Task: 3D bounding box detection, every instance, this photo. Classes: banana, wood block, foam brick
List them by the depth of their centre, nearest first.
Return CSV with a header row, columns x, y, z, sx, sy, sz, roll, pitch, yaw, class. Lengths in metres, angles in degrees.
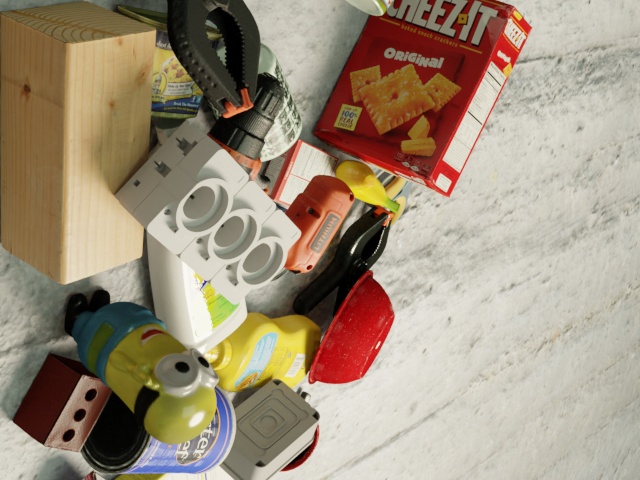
x,y,z,sx,sy,sz,roll,pitch,yaw,class
-0.204,-0.081,0.884,0.090,0.091,0.206,-22,129,-46,wood block
-0.246,0.157,1.026,0.078,0.051,0.053,-62,147,-2,foam brick
0.050,-0.070,1.252,0.197,0.070,0.037,22,86,-75,banana

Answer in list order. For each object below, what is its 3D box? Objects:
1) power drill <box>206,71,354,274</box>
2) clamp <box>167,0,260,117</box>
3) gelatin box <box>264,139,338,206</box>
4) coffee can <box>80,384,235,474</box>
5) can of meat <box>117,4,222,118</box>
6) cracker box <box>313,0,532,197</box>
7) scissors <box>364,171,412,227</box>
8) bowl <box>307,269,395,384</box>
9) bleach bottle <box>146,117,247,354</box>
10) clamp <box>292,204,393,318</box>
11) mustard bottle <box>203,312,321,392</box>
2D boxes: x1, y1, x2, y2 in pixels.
x,y,z,sx,sy,sz,roll,pitch,yaw,class
-0.050,-0.053,1.027,0.187,0.057,0.184,24,102,-48,power drill
-0.107,-0.209,0.903,0.164,0.036,0.210,-8,84,-47,clamp
-0.025,-0.073,1.198,0.089,0.030,0.073,19,95,-58,gelatin box
-0.169,0.191,1.111,0.140,0.103,0.103,19,96,-57,coffee can
-0.142,-0.157,0.951,0.101,0.058,0.084,-4,117,-54,can of meat
0.112,-0.178,1.193,0.072,0.164,0.214,24,92,-59,cracker box
0.126,-0.084,1.416,0.201,0.016,0.096,-35,139,-36,scissors
0.047,0.119,1.322,0.162,0.055,0.162,-58,168,-21,bowl
-0.135,-0.006,1.063,0.102,0.068,0.251,-36,136,-34,bleach bottle
0.031,0.033,1.340,0.120,0.039,0.171,4,113,-60,clamp
-0.080,0.130,1.235,0.191,0.058,0.096,11,113,-57,mustard bottle
